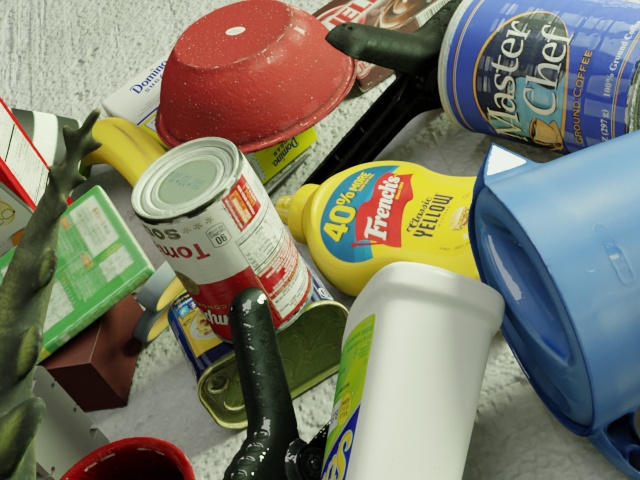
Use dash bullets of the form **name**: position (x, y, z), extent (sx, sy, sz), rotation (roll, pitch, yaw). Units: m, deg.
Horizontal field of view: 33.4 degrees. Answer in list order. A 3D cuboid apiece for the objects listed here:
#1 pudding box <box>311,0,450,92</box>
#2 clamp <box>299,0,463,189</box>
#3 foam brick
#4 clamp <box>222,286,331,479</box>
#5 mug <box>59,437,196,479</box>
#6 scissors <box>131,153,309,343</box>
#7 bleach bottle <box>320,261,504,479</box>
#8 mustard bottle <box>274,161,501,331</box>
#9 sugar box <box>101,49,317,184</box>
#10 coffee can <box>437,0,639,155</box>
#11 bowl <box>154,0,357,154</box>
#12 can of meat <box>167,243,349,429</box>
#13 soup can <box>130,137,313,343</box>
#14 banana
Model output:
- **pudding box**: position (0.052, -0.178, 0.858), extent (0.113, 0.039, 0.090), rotation (-34, 42, -6)
- **clamp**: position (0.069, -0.121, 0.729), extent (0.209, 0.165, 0.036), rotation (-36, 67, -22)
- **foam brick**: position (-0.155, 0.069, 0.714), extent (0.053, 0.051, 0.078), rotation (-9, 45, 19)
- **clamp**: position (-0.005, 0.119, 0.570), extent (0.039, 0.120, 0.171), rotation (-27, 51, 55)
- **mug**: position (-0.098, 0.172, 0.558), extent (0.093, 0.081, 0.117), rotation (24, 63, 42)
- **scissors**: position (-0.072, 0.006, 0.748), extent (0.016, 0.096, 0.201), rotation (37, 34, 7)
- **bleach bottle**: position (0.025, 0.142, 0.494), extent (0.068, 0.103, 0.250), rotation (17, 64, -7)
- **mustard bottle**: position (0.050, -0.006, 0.674), extent (0.192, 0.058, 0.096), rotation (11, 60, 36)
- **sugar box**: position (-0.092, -0.095, 0.849), extent (0.093, 0.048, 0.176), rotation (-40, 40, -15)
- **coffee can**: position (0.161, -0.105, 0.680), extent (0.141, 0.102, 0.102), rotation (21, 61, 40)
- **bowl**: position (-0.056, -0.132, 0.792), extent (0.162, 0.055, 0.162), rotation (-12, 39, 10)
- **can of meat**: position (-0.039, 0.054, 0.664), extent (0.102, 0.057, 0.084), rotation (-32, 40, -4)
- **soup can**: position (-0.054, 0.001, 0.603), extent (0.068, 0.102, 0.068), rotation (-17, 40, 14)
- **banana**: position (-0.139, -0.051, 0.814), extent (0.037, 0.069, 0.198), rotation (-22, 33, -27)
